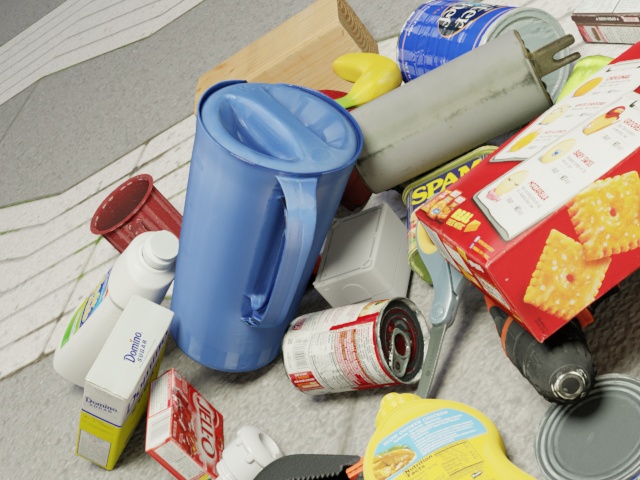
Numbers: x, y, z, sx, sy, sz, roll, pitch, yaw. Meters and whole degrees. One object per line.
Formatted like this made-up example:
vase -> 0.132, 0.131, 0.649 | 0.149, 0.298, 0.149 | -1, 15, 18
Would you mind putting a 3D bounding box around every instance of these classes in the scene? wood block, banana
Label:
wood block -> -0.040, -0.193, 1.262 | 0.206, 0.090, 0.090 | -29, 32, 20
banana -> 0.044, -0.159, 1.034 | 0.069, 0.037, 0.197 | 1, 18, 2

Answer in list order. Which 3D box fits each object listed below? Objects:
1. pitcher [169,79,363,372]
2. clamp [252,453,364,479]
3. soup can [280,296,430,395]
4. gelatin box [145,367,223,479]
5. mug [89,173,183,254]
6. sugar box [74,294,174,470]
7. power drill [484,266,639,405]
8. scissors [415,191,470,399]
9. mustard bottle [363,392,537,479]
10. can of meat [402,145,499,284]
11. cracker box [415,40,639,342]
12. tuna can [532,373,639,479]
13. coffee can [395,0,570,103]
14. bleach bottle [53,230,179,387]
pitcher -> -0.056, 0.001, 0.893 | 0.145, 0.243, 0.149 | 29, 39, 16
clamp -> -0.052, 0.212, 0.788 | 0.210, 0.036, 0.165 | -37, 45, 5
soup can -> 0.027, 0.086, 0.848 | 0.102, 0.068, 0.068 | -14, 40, 39
gelatin box -> -0.113, 0.162, 0.904 | 0.030, 0.073, 0.089 | -31, 31, 14
mug -> -0.199, -0.012, 1.216 | 0.093, 0.081, 0.117 | -42, 30, -2
sugar box -> -0.176, 0.131, 0.952 | 0.093, 0.048, 0.176 | -65, 2, -33
power drill -> 0.201, 0.022, 0.713 | 0.188, 0.057, 0.184 | -34, 16, 8
scissors -> 0.085, 0.044, 0.821 | 0.096, 0.016, 0.202 | 28, 93, 54
mustard bottle -> 0.081, 0.156, 0.702 | 0.096, 0.058, 0.192 | -27, 29, -6
can of meat -> 0.120, -0.018, 0.891 | 0.102, 0.057, 0.084 | -26, 36, 25
cracker box -> 0.183, -0.041, 0.700 | 0.213, 0.072, 0.164 | -37, 16, -1
tuna can -> 0.177, 0.126, 0.659 | 0.086, 0.033, 0.086 | -29, 32, 20
coffee can -> 0.151, -0.173, 1.008 | 0.102, 0.102, 0.140 | -46, 30, -8
bleach bottle -> -0.189, 0.055, 1.034 | 0.251, 0.068, 0.102 | -47, 19, 50
